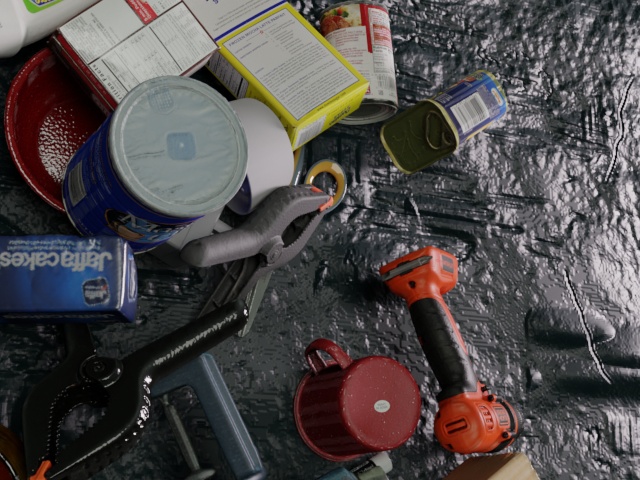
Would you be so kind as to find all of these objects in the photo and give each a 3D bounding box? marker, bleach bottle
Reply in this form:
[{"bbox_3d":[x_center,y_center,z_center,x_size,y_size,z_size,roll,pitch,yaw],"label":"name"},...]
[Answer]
[{"bbox_3d":[0.012,0.221,0.939,0.120,0.020,0.020,-23,89,-30],"label":"marker"},{"bbox_3d":[-0.232,-0.221,0.870,0.102,0.068,0.250,52,48,-8],"label":"bleach bottle"}]

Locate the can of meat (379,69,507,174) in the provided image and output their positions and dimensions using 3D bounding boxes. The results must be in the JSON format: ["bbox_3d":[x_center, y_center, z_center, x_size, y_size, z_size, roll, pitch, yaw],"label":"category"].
[{"bbox_3d":[0.121,-0.115,1.034,0.083,0.102,0.057,-32,93,-32],"label":"can of meat"}]

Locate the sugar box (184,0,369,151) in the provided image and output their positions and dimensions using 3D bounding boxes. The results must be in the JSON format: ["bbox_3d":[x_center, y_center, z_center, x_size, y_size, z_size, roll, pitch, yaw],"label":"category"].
[{"bbox_3d":[-0.051,-0.169,0.963,0.093,0.048,0.176,-35,72,-29],"label":"sugar box"}]

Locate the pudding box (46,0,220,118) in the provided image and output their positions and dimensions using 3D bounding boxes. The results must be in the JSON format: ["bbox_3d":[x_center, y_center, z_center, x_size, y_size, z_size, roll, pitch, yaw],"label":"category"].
[{"bbox_3d":[-0.152,-0.159,0.876,0.113,0.039,0.090,-41,99,-27],"label":"pudding box"}]

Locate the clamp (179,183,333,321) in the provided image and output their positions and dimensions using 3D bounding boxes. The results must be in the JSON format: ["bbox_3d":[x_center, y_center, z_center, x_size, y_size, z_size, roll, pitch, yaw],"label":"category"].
[{"bbox_3d":[-0.056,0.001,0.900,0.039,0.120,0.171,34,66,19],"label":"clamp"}]

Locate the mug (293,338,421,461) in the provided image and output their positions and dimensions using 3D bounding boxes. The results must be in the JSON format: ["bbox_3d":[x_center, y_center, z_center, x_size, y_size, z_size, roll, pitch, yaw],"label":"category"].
[{"bbox_3d":[0.029,0.135,0.934,0.093,0.082,0.117,-34,94,-30],"label":"mug"}]

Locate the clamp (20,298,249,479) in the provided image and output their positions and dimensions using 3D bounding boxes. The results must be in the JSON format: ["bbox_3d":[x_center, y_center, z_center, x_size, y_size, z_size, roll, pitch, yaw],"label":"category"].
[{"bbox_3d":[-0.150,0.103,0.793,0.165,0.036,0.210,3,42,11],"label":"clamp"}]

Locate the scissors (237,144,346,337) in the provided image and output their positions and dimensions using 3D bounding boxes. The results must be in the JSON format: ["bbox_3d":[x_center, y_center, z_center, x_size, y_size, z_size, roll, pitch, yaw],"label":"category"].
[{"bbox_3d":[-0.024,-0.004,0.980,0.096,0.016,0.202,11,73,-24],"label":"scissors"}]

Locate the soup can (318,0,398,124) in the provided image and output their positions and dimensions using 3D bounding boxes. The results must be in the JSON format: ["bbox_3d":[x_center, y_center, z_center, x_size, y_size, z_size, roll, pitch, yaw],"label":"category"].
[{"bbox_3d":[0.037,-0.169,1.023,0.068,0.069,0.102,0,78,-27],"label":"soup can"}]

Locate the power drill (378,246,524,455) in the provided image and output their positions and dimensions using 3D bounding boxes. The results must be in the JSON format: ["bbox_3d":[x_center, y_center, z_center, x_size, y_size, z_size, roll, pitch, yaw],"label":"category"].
[{"bbox_3d":[0.126,0.104,0.976,0.184,0.057,0.188,21,45,-67],"label":"power drill"}]

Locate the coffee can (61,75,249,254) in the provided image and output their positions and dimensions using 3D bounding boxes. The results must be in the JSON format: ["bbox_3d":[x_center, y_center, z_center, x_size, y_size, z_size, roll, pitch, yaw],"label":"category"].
[{"bbox_3d":[-0.128,-0.052,0.803,0.102,0.141,0.103,7,75,-26],"label":"coffee can"}]

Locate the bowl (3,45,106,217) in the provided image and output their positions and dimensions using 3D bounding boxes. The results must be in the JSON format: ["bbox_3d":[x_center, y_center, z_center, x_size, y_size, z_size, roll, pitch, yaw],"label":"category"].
[{"bbox_3d":[-0.188,-0.086,0.894,0.161,0.055,0.162,7,74,-26],"label":"bowl"}]
